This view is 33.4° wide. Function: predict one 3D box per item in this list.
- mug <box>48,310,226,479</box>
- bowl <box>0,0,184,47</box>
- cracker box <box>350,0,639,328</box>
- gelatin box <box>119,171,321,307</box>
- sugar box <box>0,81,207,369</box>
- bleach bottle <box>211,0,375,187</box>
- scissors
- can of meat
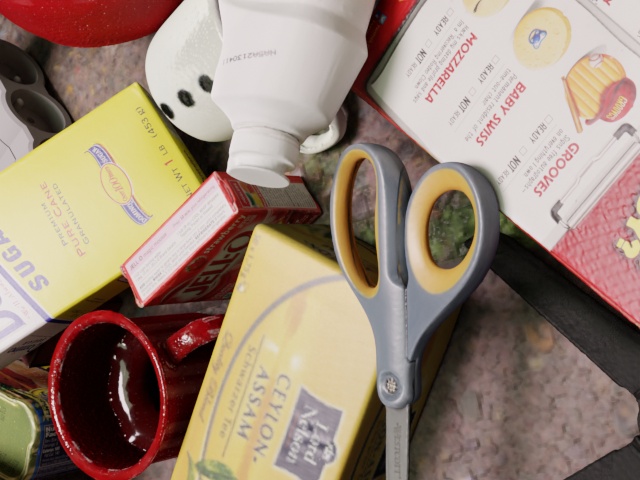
[{"bbox_3d":[-0.085,0.076,0.601,0.117,0.081,0.093,-44,66,28],"label":"mug"},{"bbox_3d":[-0.124,-0.156,0.607,0.162,0.161,0.055,24,140,33],"label":"bowl"},{"bbox_3d":[0.126,-0.079,0.438,0.214,0.071,0.164,44,115,35],"label":"cracker box"},{"bbox_3d":[-0.054,0.001,0.582,0.089,0.073,0.030,-42,67,29],"label":"gelatin box"},{"bbox_3d":[-0.151,-0.004,0.620,0.176,0.048,0.093,-33,80,2],"label":"sugar box"},{"bbox_3d":[-0.010,-0.147,0.503,0.103,0.068,0.251,-3,71,50],"label":"bleach bottle"},{"bbox_3d":[0.047,0.053,0.459,0.096,0.016,0.202,-15,84,46],"label":"scissors"},{"bbox_3d":[-0.178,0.110,0.668,0.102,0.083,0.057,16,100,35],"label":"can of meat"}]
